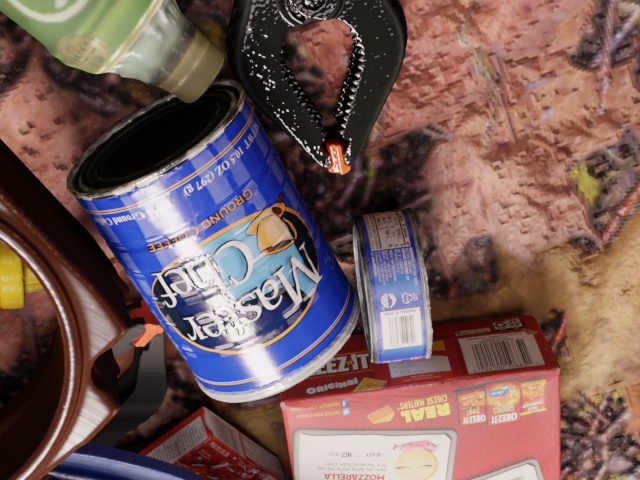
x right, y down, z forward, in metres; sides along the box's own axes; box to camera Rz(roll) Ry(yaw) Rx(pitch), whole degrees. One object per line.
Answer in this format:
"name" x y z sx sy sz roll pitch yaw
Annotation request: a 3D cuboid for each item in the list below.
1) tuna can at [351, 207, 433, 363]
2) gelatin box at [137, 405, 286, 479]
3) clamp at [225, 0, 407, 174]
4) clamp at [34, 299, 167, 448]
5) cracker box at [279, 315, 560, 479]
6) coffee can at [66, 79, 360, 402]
"tuna can" 0.039 0.026 0.602 0.033 0.086 0.086 -7 118 -1
"gelatin box" -0.073 0.152 0.672 0.073 0.030 0.089 -36 134 9
"clamp" 0.003 -0.135 0.541 0.164 0.036 0.210 -16 120 4
"clamp" -0.155 0.104 0.643 0.120 0.039 0.172 15 114 -33
"cracker box" 0.065 0.158 0.682 0.164 0.072 0.214 -8 119 0
"coffee can" -0.054 0.001 0.568 0.103 0.103 0.140 -26 117 7
